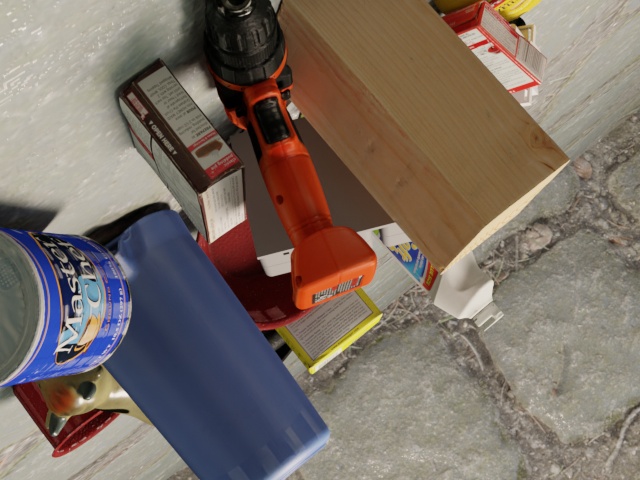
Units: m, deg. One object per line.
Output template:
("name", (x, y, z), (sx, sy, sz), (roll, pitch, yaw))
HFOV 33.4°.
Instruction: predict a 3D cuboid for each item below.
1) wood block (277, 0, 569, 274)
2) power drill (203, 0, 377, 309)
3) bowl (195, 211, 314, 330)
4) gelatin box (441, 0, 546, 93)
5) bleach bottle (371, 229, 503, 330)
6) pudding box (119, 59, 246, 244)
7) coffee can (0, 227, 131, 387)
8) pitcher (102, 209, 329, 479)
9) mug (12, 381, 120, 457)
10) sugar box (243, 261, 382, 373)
("wood block", (0.062, -0.092, 0.757), (0.090, 0.206, 0.090), (-35, 169, -27))
("power drill", (-0.022, -0.057, 0.677), (0.057, 0.188, 0.184), (-20, 169, -2))
("bowl", (-0.057, 0.001, 1.020), (0.162, 0.162, 0.055), (-37, -151, -17))
("gelatin box", (0.131, -0.154, 0.883), (0.073, 0.089, 0.030), (-13, -128, 48))
("bleach bottle", (0.118, -0.006, 1.208), (0.068, 0.251, 0.103), (-32, 167, -37))
("pudding box", (-0.089, -0.055, 0.707), (0.039, 0.090, 0.113), (-37, 169, -10))
("coffee can", (-0.198, 0.043, 0.700), (0.103, 0.103, 0.140), (-41, 170, 8))
("pitcher", (-0.104, 0.105, 0.909), (0.145, 0.243, 0.149), (-46, 168, 36))
("mug", (-0.245, 0.153, 1.072), (0.093, 0.081, 0.117), (-44, 169, 25))
("sugar box", (-0.028, 0.039, 1.088), (0.093, 0.176, 0.048), (-37, 167, -11))
